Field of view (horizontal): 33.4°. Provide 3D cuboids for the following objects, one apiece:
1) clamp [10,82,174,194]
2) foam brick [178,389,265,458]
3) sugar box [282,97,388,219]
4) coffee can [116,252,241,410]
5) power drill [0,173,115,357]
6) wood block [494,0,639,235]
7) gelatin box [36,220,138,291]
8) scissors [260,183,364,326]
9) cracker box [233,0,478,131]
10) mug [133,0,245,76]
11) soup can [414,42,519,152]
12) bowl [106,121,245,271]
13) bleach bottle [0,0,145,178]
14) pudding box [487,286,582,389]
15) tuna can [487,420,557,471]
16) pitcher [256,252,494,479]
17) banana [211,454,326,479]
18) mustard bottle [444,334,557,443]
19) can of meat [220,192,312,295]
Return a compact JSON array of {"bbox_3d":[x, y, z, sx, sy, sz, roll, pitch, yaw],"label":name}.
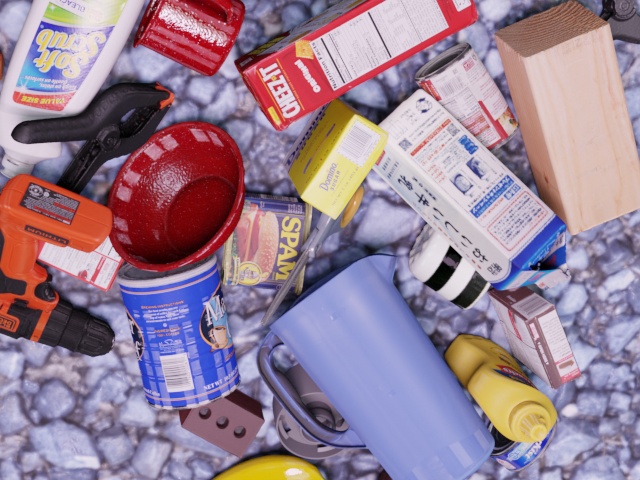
[{"bbox_3d":[-0.219,-0.096,1.052,0.171,0.039,0.120,-29,148,-28],"label":"clamp"},{"bbox_3d":[-0.107,0.188,1.156,0.078,0.051,0.053,31,98,-14],"label":"foam brick"},{"bbox_3d":[0.010,-0.087,1.036,0.048,0.176,0.093,32,97,-17],"label":"sugar box"},{"bbox_3d":[-0.145,0.089,1.099,0.102,0.103,0.140,-12,106,-5],"label":"coffee can"},{"bbox_3d":[-0.269,0.033,1.051,0.184,0.057,0.188,22,131,-15],"label":"power drill"},{"bbox_3d":[0.255,-0.124,1.083,0.090,0.091,0.206,-23,120,0],"label":"wood block"},{"bbox_3d":[-0.242,0.001,1.101,0.089,0.030,0.073,26,98,-13],"label":"gelatin box"},{"bbox_3d":[-0.001,0.004,1.089,0.016,0.096,0.201,26,83,17],"label":"scissors"},{"bbox_3d":[0.029,-0.189,1.020,0.213,0.164,0.072,-29,104,0],"label":"cracker box"},{"bbox_3d":[-0.120,-0.214,1.022,0.081,0.117,0.093,24,66,-18],"label":"mug"},{"bbox_3d":[0.150,-0.143,1.098,0.068,0.068,0.102,-34,106,2],"label":"soup can"},{"bbox_3d":[-0.133,-0.036,1.065,0.162,0.162,0.055,-45,145,5],"label":"bowl"},{"bbox_3d":[-0.246,-0.172,1.040,0.102,0.068,0.251,22,103,-13],"label":"bleach bottle"},{"bbox_3d":[0.229,0.099,1.148,0.039,0.113,0.090,-27,107,-4],"label":"pudding box"},{"bbox_3d":[0.222,0.213,1.191,0.033,0.086,0.086,37,97,-14],"label":"tuna can"},{"bbox_3d":[0.058,0.147,1.093,0.144,0.149,0.243,-33,86,-37],"label":"pitcher"},{"bbox_3d":[-0.082,0.280,1.178,0.198,0.037,0.069,-20,84,12],"label":"banana"},{"bbox_3d":[0.196,0.163,1.119,0.096,0.192,0.058,34,97,-15],"label":"mustard bottle"},{"bbox_3d":[-0.057,0.001,1.113,0.084,0.057,0.102,6,104,-7],"label":"can of meat"}]
